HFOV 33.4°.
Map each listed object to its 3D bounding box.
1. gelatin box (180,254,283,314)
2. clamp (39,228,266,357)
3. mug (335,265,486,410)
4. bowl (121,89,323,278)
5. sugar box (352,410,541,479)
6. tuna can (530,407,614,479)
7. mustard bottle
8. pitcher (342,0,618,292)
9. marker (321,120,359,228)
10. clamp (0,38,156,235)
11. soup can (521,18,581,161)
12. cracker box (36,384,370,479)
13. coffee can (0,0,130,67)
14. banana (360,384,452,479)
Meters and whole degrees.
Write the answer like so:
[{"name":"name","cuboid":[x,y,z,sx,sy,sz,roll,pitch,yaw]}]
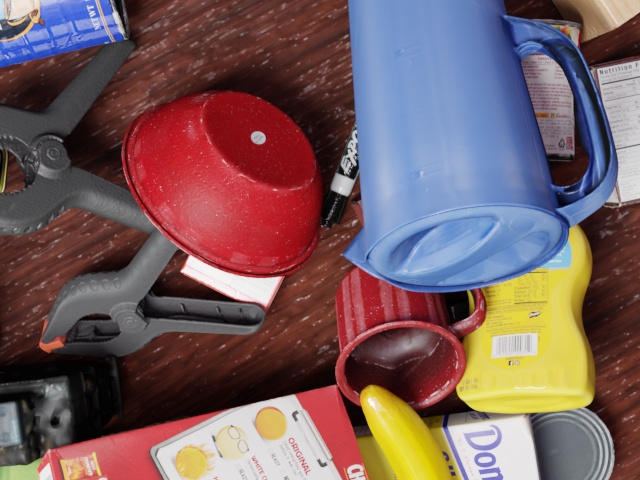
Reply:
[{"name":"gelatin box","cuboid":[-0.055,0.001,0.822,0.073,0.030,0.089,27,92,-3]},{"name":"clamp","cuboid":[-0.129,0.052,0.798,0.172,0.039,0.120,-26,121,27]},{"name":"mug","cuboid":[0.064,0.060,0.777,0.117,0.081,0.093,-25,127,15]},{"name":"bowl","cuboid":[-0.055,-0.054,0.754,0.162,0.162,0.055,37,128,-5]},{"name":"sugar box","cuboid":[0.079,0.185,0.815,0.176,0.048,0.093,-10,94,13]},{"name":"tuna can","cuboid":[0.185,0.167,0.844,0.086,0.034,0.086,0,94,-3]},{"name":"mustard bottle","cuboid":[0.153,0.030,0.797,0.096,0.058,0.191,-8,62,27]},{"name":"pitcher","cuboid":[0.093,-0.097,0.734,0.149,0.145,0.243,3,64,-19]},{"name":"marker","cuboid":[0.026,-0.066,0.828,0.020,0.020,0.121,22,92,-5]},{"name":"clamp","cuboid":[-0.193,-0.066,0.754,0.209,0.036,0.164,-8,78,-36]},{"name":"soup can","cuboid":[0.161,-0.112,0.809,0.068,0.068,0.102,1,94,-4]},{"name":"cracker box","cuboid":[-0.067,0.203,0.717,0.213,0.072,0.164,-9,69,-28]},{"name":"coffee can","cuboid":[-0.218,-0.179,0.765,0.140,0.103,0.103,-14,94,-3]},{"name":"banana","cuboid":[0.072,0.195,0.763,0.069,0.037,0.198,-10,91,-47]}]
